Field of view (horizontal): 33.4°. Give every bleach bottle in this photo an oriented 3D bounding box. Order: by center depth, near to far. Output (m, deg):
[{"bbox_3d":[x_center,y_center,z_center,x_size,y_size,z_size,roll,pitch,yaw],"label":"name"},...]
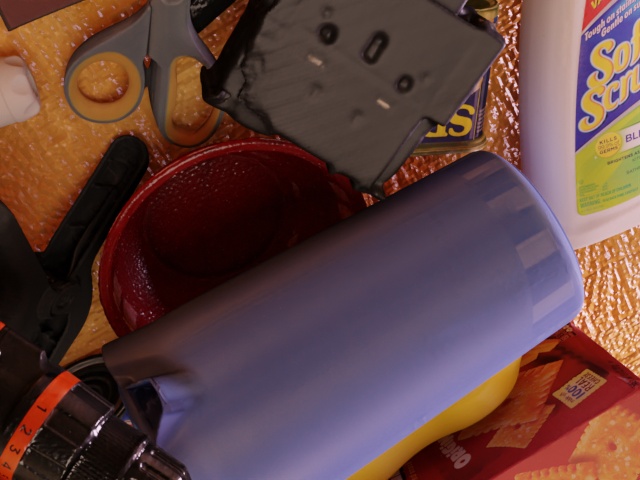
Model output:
[{"bbox_3d":[0.153,-0.118,0.607,0.102,0.068,0.251,-22,128,-9],"label":"bleach bottle"}]

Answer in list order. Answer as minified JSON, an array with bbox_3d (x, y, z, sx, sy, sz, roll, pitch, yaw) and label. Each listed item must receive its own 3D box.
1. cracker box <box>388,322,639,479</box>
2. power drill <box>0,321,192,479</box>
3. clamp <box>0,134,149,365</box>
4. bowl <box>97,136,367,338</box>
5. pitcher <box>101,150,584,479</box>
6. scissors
[{"bbox_3d":[0.111,0.148,0.705,0.214,0.164,0.072,-31,100,3],"label":"cracker box"},{"bbox_3d":[-0.151,0.102,0.524,0.184,0.057,0.188,34,148,2],"label":"power drill"},{"bbox_3d":[-0.160,0.023,0.594,0.120,0.039,0.172,-15,134,-54],"label":"clamp"},{"bbox_3d":[-0.054,0.001,0.627,0.162,0.055,0.162,-11,126,-16],"label":"bowl"},{"bbox_3d":[0.016,0.058,0.589,0.242,0.149,0.145,-31,110,-5],"label":"pitcher"},{"bbox_3d":[-0.092,-0.121,0.532,0.096,0.016,0.202,-2,140,1],"label":"scissors"}]
